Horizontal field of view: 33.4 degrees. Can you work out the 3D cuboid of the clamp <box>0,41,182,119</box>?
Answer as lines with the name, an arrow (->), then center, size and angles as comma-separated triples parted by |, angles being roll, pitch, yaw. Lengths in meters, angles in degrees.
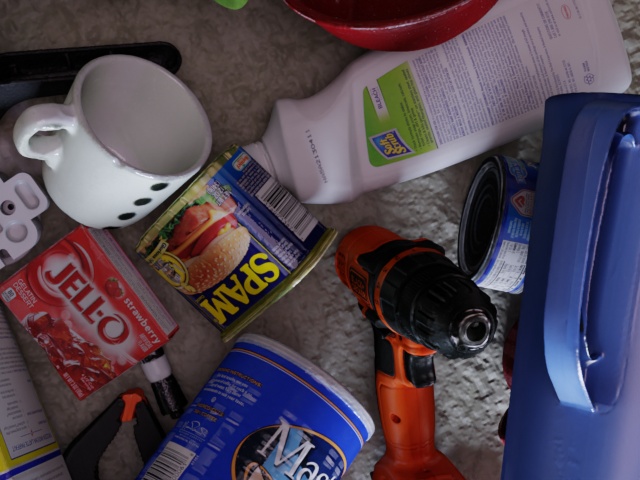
clamp -> -0.203, -0.103, 0.604 | 0.210, 0.164, 0.036 | -23, 60, 8

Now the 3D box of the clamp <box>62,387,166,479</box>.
clamp -> -0.142, 0.181, 0.677 | 0.120, 0.039, 0.171 | 0, 88, -13

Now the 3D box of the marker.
marker -> -0.115, 0.059, 0.681 | 0.020, 0.020, 0.121 | -24, 97, -7

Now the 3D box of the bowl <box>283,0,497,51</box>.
bowl -> 0.054, -0.166, 0.648 | 0.162, 0.162, 0.055 | -32, 140, -5

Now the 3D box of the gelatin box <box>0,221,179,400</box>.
gelatin box -> -0.143, 0.042, 0.655 | 0.073, 0.030, 0.089 | -35, 95, 14

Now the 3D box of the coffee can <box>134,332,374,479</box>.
coffee can -> -0.047, 0.141, 0.636 | 0.102, 0.103, 0.140 | 40, 69, -9

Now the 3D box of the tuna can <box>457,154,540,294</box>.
tuna can -> 0.116, -0.011, 0.679 | 0.033, 0.086, 0.086 | 11, 92, -8

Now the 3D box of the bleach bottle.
bleach bottle -> 0.063, -0.095, 0.678 | 0.250, 0.068, 0.102 | -21, 94, -4

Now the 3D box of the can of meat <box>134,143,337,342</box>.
can of meat -> -0.054, 0.001, 0.649 | 0.084, 0.057, 0.102 | 44, 130, -7

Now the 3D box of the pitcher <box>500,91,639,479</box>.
pitcher -> 0.165, 0.043, 0.581 | 0.149, 0.145, 0.243 | 10, 90, -11

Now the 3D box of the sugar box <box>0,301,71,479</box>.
sugar box -> -0.191, 0.113, 0.619 | 0.048, 0.093, 0.176 | -21, 85, 3

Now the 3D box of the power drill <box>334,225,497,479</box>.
power drill -> 0.063, 0.092, 0.638 | 0.057, 0.184, 0.188 | -10, 105, -12
